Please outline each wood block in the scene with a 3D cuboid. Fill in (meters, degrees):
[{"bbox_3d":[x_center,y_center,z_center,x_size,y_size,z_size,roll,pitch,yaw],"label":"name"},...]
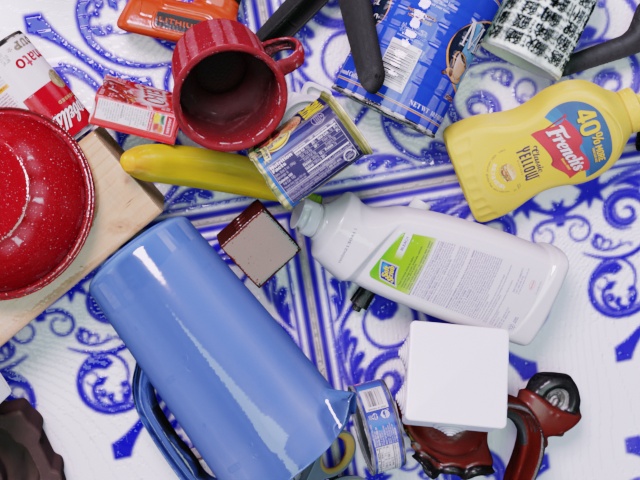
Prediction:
[{"bbox_3d":[-0.244,0.001,0.929,0.206,0.091,0.090,-40,102,1],"label":"wood block"}]

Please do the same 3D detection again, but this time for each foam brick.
[{"bbox_3d":[-0.056,0.001,0.958,0.053,0.078,0.051,-43,101,-1],"label":"foam brick"}]

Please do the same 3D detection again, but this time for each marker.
[{"bbox_3d":[0.064,0.015,1.004,0.020,0.020,0.121,31,95,-11],"label":"marker"}]

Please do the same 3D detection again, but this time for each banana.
[{"bbox_3d":[-0.093,-0.061,0.931,0.197,0.070,0.037,8,93,-35],"label":"banana"}]

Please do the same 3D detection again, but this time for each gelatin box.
[{"bbox_3d":[-0.156,-0.114,0.919,0.073,0.089,0.030,14,107,-10],"label":"gelatin box"}]

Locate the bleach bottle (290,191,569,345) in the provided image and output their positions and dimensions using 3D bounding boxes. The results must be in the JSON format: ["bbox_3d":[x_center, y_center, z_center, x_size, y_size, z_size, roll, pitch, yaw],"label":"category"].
[{"bbox_3d":[0.094,0.011,0.967,0.250,0.068,0.102,21,99,-17],"label":"bleach bottle"}]

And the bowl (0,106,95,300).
[{"bbox_3d":[-0.265,-0.034,0.850,0.162,0.055,0.162,-1,83,7],"label":"bowl"}]

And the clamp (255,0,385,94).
[{"bbox_3d":[0.021,-0.221,0.911,0.036,0.165,0.210,26,88,-50],"label":"clamp"}]

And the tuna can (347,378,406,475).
[{"bbox_3d":[0.053,0.173,0.996,0.033,0.086,0.086,-14,101,-6],"label":"tuna can"}]

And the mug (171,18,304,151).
[{"bbox_3d":[-0.069,-0.137,0.878,0.117,0.081,0.093,-26,124,3],"label":"mug"}]

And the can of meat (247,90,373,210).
[{"bbox_3d":[-0.011,-0.074,0.879,0.084,0.102,0.057,-36,103,2],"label":"can of meat"}]

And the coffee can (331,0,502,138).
[{"bbox_3d":[0.085,-0.174,0.931,0.102,0.103,0.140,25,96,-10],"label":"coffee can"}]

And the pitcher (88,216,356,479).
[{"bbox_3d":[-0.098,0.108,0.935,0.149,0.145,0.243,-37,88,-19],"label":"pitcher"}]

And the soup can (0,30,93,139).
[{"bbox_3d":[-0.250,-0.120,0.918,0.068,0.068,0.102,-38,101,1],"label":"soup can"}]

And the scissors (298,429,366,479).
[{"bbox_3d":[-0.026,0.223,0.978,0.201,0.016,0.096,7,81,-44],"label":"scissors"}]

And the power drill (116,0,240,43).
[{"bbox_3d":[-0.119,-0.265,0.914,0.184,0.057,0.188,13,98,-9],"label":"power drill"}]

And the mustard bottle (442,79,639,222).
[{"bbox_3d":[0.214,-0.092,0.966,0.192,0.058,0.096,-21,117,7],"label":"mustard bottle"}]
